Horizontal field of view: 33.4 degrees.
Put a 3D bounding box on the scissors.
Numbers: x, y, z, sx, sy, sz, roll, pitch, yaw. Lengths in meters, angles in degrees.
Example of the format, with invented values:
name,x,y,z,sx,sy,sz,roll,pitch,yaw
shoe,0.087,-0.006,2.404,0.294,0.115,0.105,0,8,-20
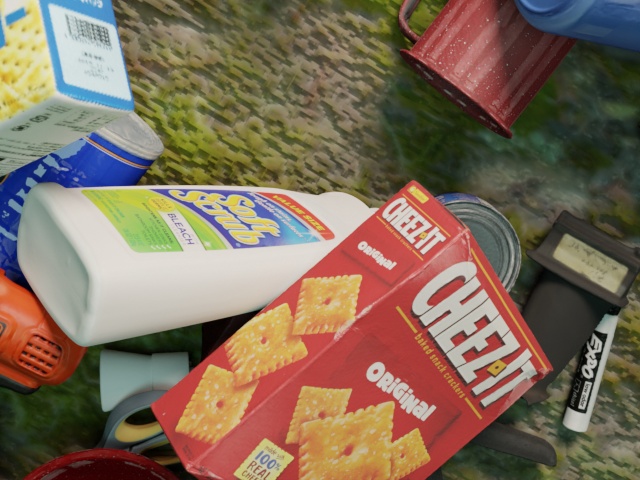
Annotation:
name,x,y,z,sx,sy,sz,roll,pitch,yaw
scissors,-0.170,0.153,0.767,0.201,0.016,0.096,-14,139,0

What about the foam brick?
name,x,y,z,sx,sy,sz,roll,pitch,yaw
foam brick,-0.048,0.065,0.739,0.053,0.078,0.051,31,100,-13

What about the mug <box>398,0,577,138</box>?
name,x,y,z,sx,sy,sz,roll,pitch,yaw
mug,0.104,-0.133,0.697,0.117,0.093,0.081,40,95,24

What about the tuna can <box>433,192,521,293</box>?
name,x,y,z,sx,sy,sz,roll,pitch,yaw
tuna can,0.096,0.010,0.755,0.086,0.034,0.086,-1,105,-3

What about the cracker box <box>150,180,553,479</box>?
name,x,y,z,sx,sy,sz,roll,pitch,yaw
cracker box,0.027,0.093,0.676,0.213,0.072,0.164,-40,132,-2

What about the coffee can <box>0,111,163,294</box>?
name,x,y,z,sx,sy,sz,roll,pitch,yaw
coffee can,-0.184,-0.035,0.690,0.102,0.103,0.140,37,100,-12

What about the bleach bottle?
name,x,y,z,sx,sy,sz,roll,pitch,yaw
bleach bottle,-0.054,0.001,0.678,0.250,0.103,0.068,-9,131,-39

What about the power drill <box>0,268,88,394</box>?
name,x,y,z,sx,sy,sz,roll,pitch,yaw
power drill,-0.257,0.084,0.635,0.184,0.057,0.188,30,103,-13

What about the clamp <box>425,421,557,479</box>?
name,x,y,z,sx,sy,sz,roll,pitch,yaw
clamp,0.093,0.137,0.784,0.120,0.039,0.171,-33,99,-13
